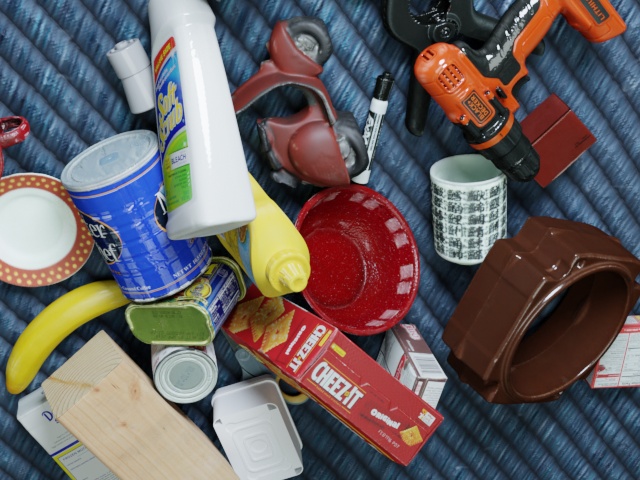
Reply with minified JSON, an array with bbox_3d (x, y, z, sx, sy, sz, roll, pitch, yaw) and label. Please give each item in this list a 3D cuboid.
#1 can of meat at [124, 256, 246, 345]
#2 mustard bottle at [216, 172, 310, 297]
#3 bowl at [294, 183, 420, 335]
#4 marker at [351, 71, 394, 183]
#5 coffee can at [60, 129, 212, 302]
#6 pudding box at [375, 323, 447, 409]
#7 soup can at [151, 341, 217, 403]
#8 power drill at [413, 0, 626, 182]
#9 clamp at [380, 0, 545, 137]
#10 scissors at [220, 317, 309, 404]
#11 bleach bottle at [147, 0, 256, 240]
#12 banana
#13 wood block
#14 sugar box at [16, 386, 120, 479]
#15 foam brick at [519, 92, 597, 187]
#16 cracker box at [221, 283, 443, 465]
[{"bbox_3d":[-0.140,0.063,1.105,0.102,0.083,0.057,-2,123,23],"label":"can of meat"},{"bbox_3d":[-0.056,0.001,1.047,0.058,0.192,0.096,-15,119,-17],"label":"mustard bottle"},{"bbox_3d":[0.026,0.024,1.128,0.161,0.055,0.162,9,72,-31],"label":"bowl"},{"bbox_3d":[0.054,-0.117,1.108,0.020,0.020,0.121,7,115,-15],"label":"marker"},{"bbox_3d":[-0.181,-0.024,1.063,0.103,0.103,0.140,-22,119,1],"label":"coffee can"},{"bbox_3d":[0.096,0.159,1.204,0.039,0.113,0.090,8,115,-18],"label":"pudding box"},{"bbox_3d":[-0.147,0.118,1.143,0.068,0.102,0.068,-5,117,-9],"label":"soup can"},{"bbox_3d":[0.206,-0.168,1.044,0.187,0.057,0.184,-46,122,3],"label":"power drill"},{"bbox_3d":[0.111,-0.203,1.050,0.165,0.036,0.209,-40,130,11],"label":"clamp"},{"bbox_3d":[-0.068,0.128,1.211,0.096,0.016,0.202,-13,119,-4],"label":"scissors"},{"bbox_3d":[-0.122,-0.132,0.996,0.067,0.103,0.251,-9,86,-30],"label":"bleach bottle"},{"bbox_3d":[-0.272,0.095,1.144,0.198,0.037,0.069,-32,118,6],"label":"banana"},{"bbox_3d":[-0.191,0.207,1.145,0.090,0.091,0.206,-42,118,-7],"label":"wood block"},{"bbox_3d":[-0.254,0.227,1.211,0.093,0.048,0.176,-30,115,3],"label":"sugar box"},{"bbox_3d":[0.242,-0.106,1.132,0.078,0.051,0.053,-42,117,12],"label":"foam brick"},{"bbox_3d":[0.006,0.135,1.115,0.164,0.214,0.072,41,83,-26],"label":"cracker box"}]
